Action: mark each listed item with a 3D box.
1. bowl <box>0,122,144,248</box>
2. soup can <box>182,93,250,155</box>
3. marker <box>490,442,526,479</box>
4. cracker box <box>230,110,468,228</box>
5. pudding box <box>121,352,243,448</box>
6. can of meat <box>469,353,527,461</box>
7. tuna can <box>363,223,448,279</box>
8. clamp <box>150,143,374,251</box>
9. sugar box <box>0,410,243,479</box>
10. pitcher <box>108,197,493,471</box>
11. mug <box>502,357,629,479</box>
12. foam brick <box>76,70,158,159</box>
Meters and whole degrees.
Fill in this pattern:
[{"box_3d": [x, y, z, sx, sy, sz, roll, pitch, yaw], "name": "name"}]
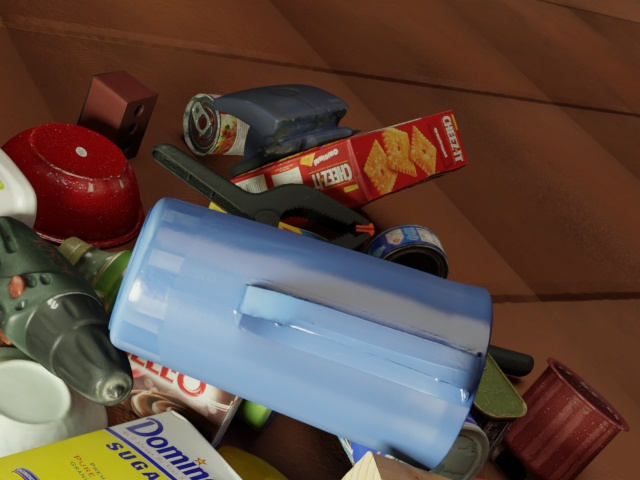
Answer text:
[{"box_3d": [-0.234, -0.063, 1.000, 0.162, 0.055, 0.162, 20, 30, -13], "name": "bowl"}, {"box_3d": [-0.095, -0.129, 1.206, 0.102, 0.069, 0.069, -3, 41, -42], "name": "soup can"}, {"box_3d": [0.142, 0.171, 0.965, 0.020, 0.020, 0.121, -7, 44, -45], "name": "marker"}, {"box_3d": [0.033, -0.069, 1.119, 0.213, 0.164, 0.072, -21, 94, -53], "name": "cracker box"}, {"box_3d": [-0.110, 0.097, 0.808, 0.113, 0.090, 0.039, 32, 29, 8], "name": "pudding box"}, {"box_3d": [0.118, 0.144, 0.924, 0.057, 0.084, 0.102, 4, 36, -34], "name": "can of meat"}, {"box_3d": [0.086, 0.027, 1.084, 0.086, 0.086, 0.034, 13, 34, -23], "name": "tuna can"}, {"box_3d": [-0.056, 0.001, 0.960, 0.209, 0.036, 0.164, 8, 68, -11], "name": "clamp"}, {"box_3d": [-0.143, 0.170, 0.700, 0.175, 0.048, 0.093, -12, 40, -44], "name": "sugar box"}, {"box_3d": [-0.012, 0.057, 0.720, 0.242, 0.149, 0.145, 19, 38, -6], "name": "pitcher"}, {"box_3d": [0.218, 0.168, 0.956, 0.117, 0.081, 0.093, 25, 18, -52], "name": "mug"}, {"box_3d": [-0.211, -0.127, 1.099, 0.051, 0.078, 0.052, 35, 30, 18], "name": "foam brick"}]
